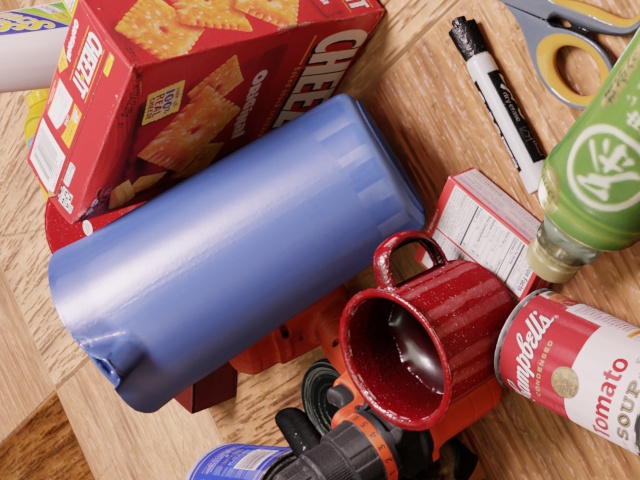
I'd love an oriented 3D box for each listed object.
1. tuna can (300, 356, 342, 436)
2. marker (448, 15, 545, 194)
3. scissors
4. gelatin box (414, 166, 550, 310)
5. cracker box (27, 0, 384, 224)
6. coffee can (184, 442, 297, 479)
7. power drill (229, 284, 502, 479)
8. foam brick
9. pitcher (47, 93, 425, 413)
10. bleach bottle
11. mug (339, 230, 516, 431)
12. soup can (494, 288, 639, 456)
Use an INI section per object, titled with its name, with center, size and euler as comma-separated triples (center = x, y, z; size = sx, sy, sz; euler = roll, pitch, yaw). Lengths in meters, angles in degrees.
[tuna can]
center = 0.023, 0.131, 0.855
size = 0.086, 0.033, 0.086
euler = 24, 122, 44
[marker]
center = 0.112, -0.086, 0.666
size = 0.020, 0.020, 0.121
euler = -35, 77, 51
[scissors]
center = 0.113, -0.136, 0.647
size = 0.202, 0.016, 0.096
euler = 21, 121, 46
[gelatin box]
center = 0.111, 0.008, 0.698
size = 0.089, 0.030, 0.073
euler = 43, 134, 28
[cracker box]
center = -0.078, -0.105, 0.734
size = 0.072, 0.213, 0.164
euler = 55, 140, 17
[coffee can]
center = -0.045, 0.226, 0.911
size = 0.141, 0.102, 0.103
euler = -15, 93, 58
[power drill]
center = 0.006, 0.105, 0.760
size = 0.188, 0.184, 0.057
euler = 38, 147, 45
[foam brick]
center = -0.113, 0.112, 1.000
size = 0.053, 0.051, 0.078
euler = 32, 128, 40
[pitcher]
center = -0.055, 0.001, 0.745
size = 0.243, 0.145, 0.149
euler = -31, 62, 9
[bleach bottle]
center = -0.280, -0.161, 0.928
size = 0.103, 0.250, 0.068
euler = 32, 128, 39
[mug]
center = 0.068, 0.050, 0.675
size = 0.093, 0.081, 0.117
euler = -16, 96, 52
[soup can]
center = 0.164, 0.078, 0.632
size = 0.102, 0.068, 0.068
euler = 26, 124, 42
